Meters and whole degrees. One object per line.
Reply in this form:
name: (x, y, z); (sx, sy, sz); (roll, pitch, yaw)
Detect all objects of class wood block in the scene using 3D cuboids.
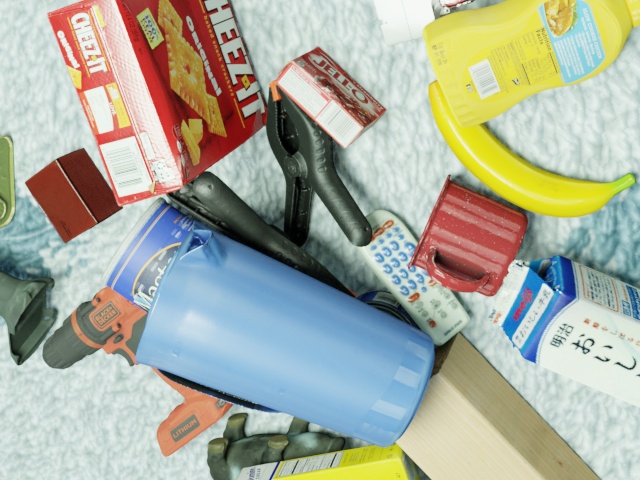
wood block: (0.163, 0.201, 1.018); (0.206, 0.090, 0.091); (46, 118, -2)

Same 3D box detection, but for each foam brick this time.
foam brick: (-0.254, -0.047, 1.099); (0.053, 0.051, 0.078); (-28, 98, 28)

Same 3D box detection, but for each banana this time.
banana: (0.173, -0.071, 0.941); (0.198, 0.037, 0.070); (28, 98, 7)

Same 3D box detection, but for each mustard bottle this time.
mustard bottle: (0.186, -0.167, 0.869); (0.192, 0.058, 0.096); (-21, 126, 13)

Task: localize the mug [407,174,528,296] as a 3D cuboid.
mug: (0.129, 0.005, 0.942); (0.081, 0.117, 0.093); (24, 127, 5)

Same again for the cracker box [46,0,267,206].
cracker box: (-0.129, -0.143, 0.922); (0.072, 0.213, 0.164); (-12, 106, 22)

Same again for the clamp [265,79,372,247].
clamp: (-0.017, -0.066, 1.002); (0.120, 0.039, 0.171); (-18, 91, 49)

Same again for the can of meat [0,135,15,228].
can of meat: (-0.377, -0.067, 1.134); (0.084, 0.057, 0.102); (12, 114, 17)

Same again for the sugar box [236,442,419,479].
sugar box: (0.011, 0.257, 1.045); (0.176, 0.048, 0.093); (-15, 104, 16)

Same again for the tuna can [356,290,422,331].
tuna can: (0.059, 0.093, 1.046); (0.086, 0.033, 0.086); (7, 113, 18)

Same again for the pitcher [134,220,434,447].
pitcher: (-0.033, 0.094, 0.937); (0.243, 0.149, 0.145); (23, 87, -3)

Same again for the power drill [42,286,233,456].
power drill: (-0.193, 0.137, 1.144); (0.185, 0.057, 0.187); (-37, 94, 28)

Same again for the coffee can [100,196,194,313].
coffee can: (-0.128, 0.038, 1.045); (0.140, 0.102, 0.103); (35, 118, -3)

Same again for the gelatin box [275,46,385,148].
gelatin box: (0.010, -0.130, 0.955); (0.089, 0.073, 0.030); (44, 117, 1)

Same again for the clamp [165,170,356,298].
clamp: (-0.057, 0.001, 1.006); (0.209, 0.165, 0.036); (39, 81, -21)
